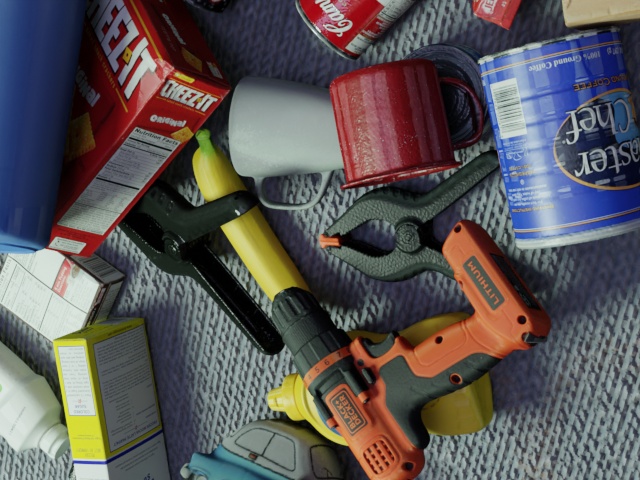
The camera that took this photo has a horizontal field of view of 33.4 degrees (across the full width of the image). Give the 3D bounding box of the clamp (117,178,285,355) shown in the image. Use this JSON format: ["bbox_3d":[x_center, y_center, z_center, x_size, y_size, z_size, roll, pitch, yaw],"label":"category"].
[{"bbox_3d":[-0.112,-0.007,0.916,0.210,0.036,0.164,31,140,32],"label":"clamp"}]

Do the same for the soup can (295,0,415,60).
[{"bbox_3d":[0.039,-0.199,0.830,0.102,0.068,0.068,-43,81,24],"label":"soup can"}]

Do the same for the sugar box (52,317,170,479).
[{"bbox_3d":[-0.190,0.165,0.984,0.048,0.093,0.176,-2,98,27],"label":"sugar box"}]

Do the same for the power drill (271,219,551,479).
[{"bbox_3d":[0.066,0.070,0.819,0.188,0.057,0.184,-42,69,19],"label":"power drill"}]

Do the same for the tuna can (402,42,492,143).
[{"bbox_3d":[0.096,-0.112,0.838,0.086,0.033,0.086,4,101,24],"label":"tuna can"}]

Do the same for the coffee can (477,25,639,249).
[{"bbox_3d":[0.177,-0.073,0.770,0.103,0.102,0.140,-11,94,25],"label":"coffee can"}]

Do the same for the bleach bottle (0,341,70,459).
[{"bbox_3d":[-0.354,0.138,1.072,0.251,0.068,0.103,35,112,13],"label":"bleach bottle"}]

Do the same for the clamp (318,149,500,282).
[{"bbox_3d":[0.084,0.003,0.862,0.172,0.039,0.120,-13,89,30],"label":"clamp"}]

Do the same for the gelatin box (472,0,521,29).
[{"bbox_3d":[0.136,-0.196,0.773,0.030,0.089,0.073,23,109,0],"label":"gelatin box"}]

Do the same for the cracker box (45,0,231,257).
[{"bbox_3d":[-0.192,-0.117,0.916,0.214,0.072,0.164,-46,55,25],"label":"cracker box"}]

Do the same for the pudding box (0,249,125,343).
[{"bbox_3d":[-0.253,0.044,1.022,0.114,0.039,0.090,34,112,18],"label":"pudding box"}]

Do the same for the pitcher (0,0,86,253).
[{"bbox_3d":[-0.260,-0.114,0.853,0.145,0.149,0.243,1,83,26],"label":"pitcher"}]

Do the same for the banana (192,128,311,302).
[{"bbox_3d":[-0.059,-0.004,0.911,0.037,0.069,0.198,-32,98,-1],"label":"banana"}]

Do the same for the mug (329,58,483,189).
[{"bbox_3d":[0.064,-0.089,0.795,0.117,0.093,0.081,-11,90,-5],"label":"mug"}]

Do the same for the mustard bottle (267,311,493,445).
[{"bbox_3d":[0.042,0.121,0.890,0.192,0.058,0.096,-12,90,26],"label":"mustard bottle"}]
